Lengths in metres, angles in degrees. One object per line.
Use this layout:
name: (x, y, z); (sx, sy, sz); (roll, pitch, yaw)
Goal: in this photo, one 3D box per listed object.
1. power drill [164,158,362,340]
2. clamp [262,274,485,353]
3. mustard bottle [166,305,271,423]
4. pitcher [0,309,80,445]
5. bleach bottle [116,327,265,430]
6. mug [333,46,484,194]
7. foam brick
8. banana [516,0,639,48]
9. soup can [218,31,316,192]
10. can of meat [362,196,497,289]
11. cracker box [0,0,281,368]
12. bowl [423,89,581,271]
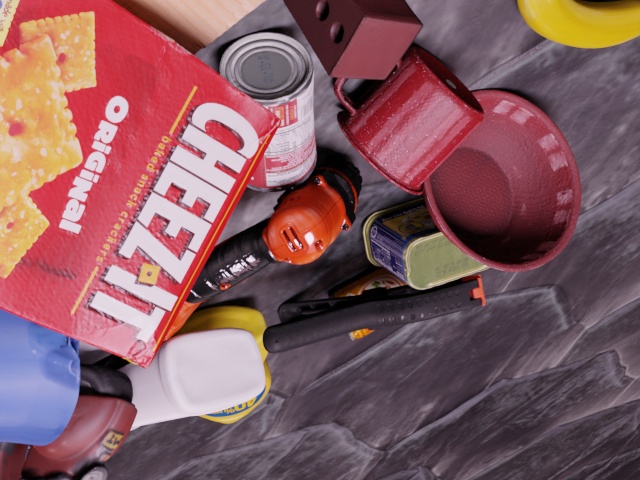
power drill: (-0.056, 0.001, 0.865); (0.188, 0.057, 0.184); (-30, -173, 20)
clamp: (0.047, 0.064, 1.009); (0.210, 0.036, 0.164); (-11, -175, -3)
mustard bottle: (-0.099, 0.137, 1.083); (0.096, 0.058, 0.192); (-12, 148, -9)
pitcher: (-0.290, 0.068, 0.693); (0.242, 0.145, 0.149); (7, 120, -36)
bleach bottle: (-0.162, 0.140, 0.966); (0.102, 0.068, 0.251); (-6, 168, -43)
mug: (0.064, -0.104, 0.833); (0.117, 0.093, 0.082); (37, 111, -18)
foam brick: (0.020, -0.153, 0.716); (0.051, 0.078, 0.053); (-4, 142, -38)
banana: (0.211, -0.187, 0.860); (0.197, 0.037, 0.070); (10, 134, -47)
soup can: (-0.037, -0.092, 0.773); (0.068, 0.068, 0.102); (-21, 149, -13)
can of meat: (0.104, 0.000, 0.997); (0.102, 0.084, 0.057); (-18, 113, -17)
cracker box: (-0.144, -0.047, 0.551); (0.213, 0.072, 0.164); (31, 86, -39)
bowl: (0.147, -0.048, 0.937); (0.161, 0.162, 0.055); (-11, 173, -27)
